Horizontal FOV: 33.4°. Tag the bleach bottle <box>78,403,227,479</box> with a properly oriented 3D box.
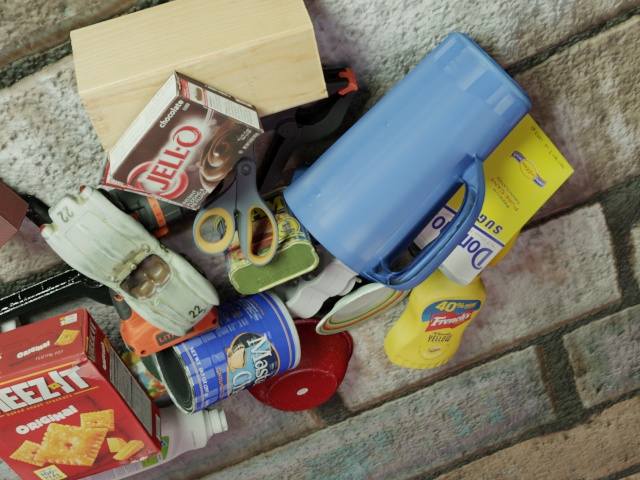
[{"bbox_3d":[-0.246,0.269,1.398,0.250,0.068,0.102,-13,139,-9],"label":"bleach bottle"}]

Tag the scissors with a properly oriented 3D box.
[{"bbox_3d":[-0.091,-0.063,1.058,0.096,0.016,0.202,-9,116,4],"label":"scissors"}]

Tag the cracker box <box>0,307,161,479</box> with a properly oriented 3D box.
[{"bbox_3d":[-0.290,0.183,1.180,0.164,0.072,0.213,-17,137,5],"label":"cracker box"}]

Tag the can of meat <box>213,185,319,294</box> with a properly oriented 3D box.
[{"bbox_3d":[-0.058,0.001,1.153,0.102,0.084,0.057,-23,139,7],"label":"can of meat"}]

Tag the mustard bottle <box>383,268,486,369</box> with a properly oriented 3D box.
[{"bbox_3d":[0.154,0.082,1.333,0.096,0.058,0.192,2,135,-23],"label":"mustard bottle"}]

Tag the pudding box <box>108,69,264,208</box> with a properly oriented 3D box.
[{"bbox_3d":[-0.119,-0.085,0.933,0.089,0.039,0.114,20,128,-35],"label":"pudding box"}]

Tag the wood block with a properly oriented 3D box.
[{"bbox_3d":[-0.108,-0.157,0.958,0.206,0.091,0.090,-17,140,-1],"label":"wood block"}]

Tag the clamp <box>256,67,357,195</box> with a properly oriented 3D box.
[{"bbox_3d":[-0.044,-0.121,1.061,0.172,0.039,0.120,-40,136,23],"label":"clamp"}]

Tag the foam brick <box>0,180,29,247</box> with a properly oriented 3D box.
[{"bbox_3d":[-0.331,-0.031,1.030,0.053,0.051,0.078,-37,115,20],"label":"foam brick"}]

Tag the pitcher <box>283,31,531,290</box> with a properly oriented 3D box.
[{"bbox_3d":[0.095,-0.078,1.053,0.149,0.145,0.243,41,103,-13],"label":"pitcher"}]

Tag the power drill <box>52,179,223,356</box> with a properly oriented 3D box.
[{"bbox_3d":[-0.169,0.020,1.124,0.184,0.057,0.187,-23,124,-9],"label":"power drill"}]

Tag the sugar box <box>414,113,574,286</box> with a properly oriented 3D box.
[{"bbox_3d":[0.179,-0.045,1.139,0.176,0.048,0.093,-48,112,-7],"label":"sugar box"}]

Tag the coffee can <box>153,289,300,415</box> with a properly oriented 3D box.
[{"bbox_3d":[-0.108,0.126,1.226,0.140,0.103,0.103,-22,143,-26],"label":"coffee can"}]

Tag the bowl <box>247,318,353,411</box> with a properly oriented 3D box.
[{"bbox_3d":[-0.029,0.171,1.370,0.162,0.055,0.162,-10,139,-9],"label":"bowl"}]

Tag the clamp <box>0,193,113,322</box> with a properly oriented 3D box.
[{"bbox_3d":[-0.247,0.021,1.145,0.209,0.036,0.165,0,129,-24],"label":"clamp"}]
